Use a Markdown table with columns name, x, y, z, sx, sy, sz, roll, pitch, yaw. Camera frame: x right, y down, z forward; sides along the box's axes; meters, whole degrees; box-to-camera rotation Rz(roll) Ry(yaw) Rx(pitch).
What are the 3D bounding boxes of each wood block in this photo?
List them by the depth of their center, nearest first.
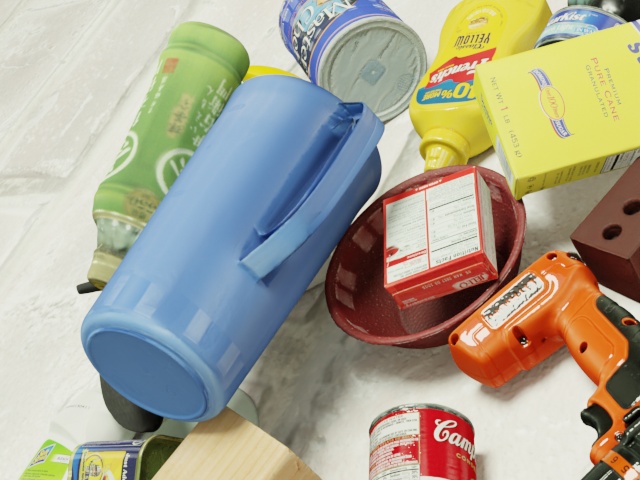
| name | x | y | z | sx | sy | sz | roll | pitch | yaw |
| --- | --- | --- | --- | --- | --- | --- | --- | --- | --- |
| wood block | -0.085 | 0.221 | 0.693 | 0.206 | 0.090 | 0.090 | -50 | 38 | -14 |

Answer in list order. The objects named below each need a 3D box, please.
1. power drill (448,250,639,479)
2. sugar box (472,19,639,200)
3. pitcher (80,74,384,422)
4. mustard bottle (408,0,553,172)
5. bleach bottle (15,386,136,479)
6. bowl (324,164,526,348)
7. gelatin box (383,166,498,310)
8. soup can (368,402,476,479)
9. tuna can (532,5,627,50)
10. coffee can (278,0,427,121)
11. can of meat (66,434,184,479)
| name | x | y | z | sx | sy | sz | roll | pitch | yaw |
| --- | --- | --- | --- | --- | --- | --- | --- | --- | --- |
| power drill | 0.157 | 0.099 | 0.638 | 0.184 | 0.057 | 0.188 | -38 | 39 | -4 |
| sugar box | 0.203 | -0.098 | 0.735 | 0.176 | 0.048 | 0.093 | -17 | 71 | 2 |
| pitcher | -0.055 | 0.001 | 0.745 | 0.145 | 0.149 | 0.242 | 18 | 52 | 17 |
| mustard bottle | 0.126 | -0.127 | 0.896 | 0.096 | 0.058 | 0.191 | 1 | 53 | 36 |
| bleach bottle | -0.205 | 0.211 | 0.834 | 0.103 | 0.068 | 0.250 | -3 | 48 | 38 |
| bowl | 0.085 | 0.022 | 0.779 | 0.162 | 0.055 | 0.162 | -24 | 39 | 21 |
| gelatin box | 0.082 | -0.001 | 0.734 | 0.073 | 0.030 | 0.089 | -21 | 41 | 22 |
| soup can | 0.062 | 0.159 | 0.647 | 0.069 | 0.068 | 0.102 | -21 | 41 | 24 |
| tuna can | 0.205 | -0.137 | 0.814 | 0.086 | 0.086 | 0.033 | 11 | 61 | 47 |
| coffee can | 0.027 | -0.185 | 1.005 | 0.103 | 0.102 | 0.140 | -36 | 36 | 5 |
| can of meat | -0.142 | 0.195 | 0.780 | 0.084 | 0.057 | 0.102 | -10 | 69 | 37 |
